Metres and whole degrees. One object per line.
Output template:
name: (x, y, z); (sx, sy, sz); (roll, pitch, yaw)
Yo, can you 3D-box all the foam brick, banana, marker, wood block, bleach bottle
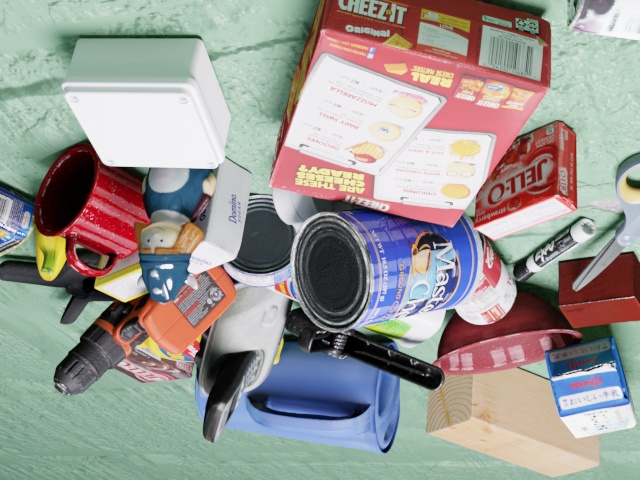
foam brick: (0.279, 0.049, 1.054); (0.078, 0.051, 0.053); (-9, 146, 28)
banana: (-0.275, 0.003, 1.085); (0.037, 0.069, 0.198); (20, 172, -10)
marker: (0.223, 0.011, 1.034); (0.020, 0.020, 0.121); (18, 150, -16)
wood block: (0.243, 0.220, 1.336); (0.205, 0.091, 0.090); (22, 149, -24)
bleach bottle: (0.000, 0.038, 1.101); (0.250, 0.068, 0.103); (19, 158, -11)

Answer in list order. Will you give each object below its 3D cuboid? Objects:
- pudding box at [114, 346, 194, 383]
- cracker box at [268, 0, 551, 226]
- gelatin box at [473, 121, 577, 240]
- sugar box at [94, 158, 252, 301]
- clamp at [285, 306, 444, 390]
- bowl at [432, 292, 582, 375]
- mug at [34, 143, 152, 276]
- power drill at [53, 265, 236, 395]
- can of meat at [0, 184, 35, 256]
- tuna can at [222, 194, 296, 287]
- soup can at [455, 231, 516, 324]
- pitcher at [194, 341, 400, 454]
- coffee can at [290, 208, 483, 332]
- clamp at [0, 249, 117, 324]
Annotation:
pudding box: (-0.232, 0.149, 1.388); (0.090, 0.039, 0.113); (-11, 146, 33)
cracker box: (0.060, -0.102, 0.817); (0.164, 0.072, 0.214); (13, 152, -7)
gelatin box: (0.169, -0.048, 0.882); (0.030, 0.073, 0.089); (28, 146, -32)
sugar box: (-0.142, -0.007, 1.022); (0.177, 0.093, 0.048); (-18, 143, 40)
clamp: (0.029, 0.108, 1.126); (0.164, 0.036, 0.210); (21, 180, -17)
bowl: (0.192, 0.096, 1.132); (0.162, 0.055, 0.162); (-9, 160, -4)
mug: (-0.207, -0.021, 0.995); (0.093, 0.117, 0.081); (-21, 145, 36)
power drill: (-0.181, 0.085, 1.095); (0.057, 0.184, 0.188); (51, 149, -16)
can of meat: (-0.349, -0.025, 1.086); (0.102, 0.057, 0.083); (-20, 142, 41)
tuna can: (-0.057, 0.001, 1.022); (0.086, 0.086, 0.034); (6, 153, 4)
soup can: (0.145, 0.033, 1.043); (0.069, 0.068, 0.102); (-7, 148, 27)
pitcher: (-0.029, 0.186, 1.300); (0.243, 0.145, 0.149); (2, 150, 18)
coffee can: (0.059, 0.019, 0.938); (0.140, 0.103, 0.103); (-8, 167, -41)
clamp: (-0.272, 0.053, 1.222); (0.172, 0.039, 0.120); (-6, 148, 25)
